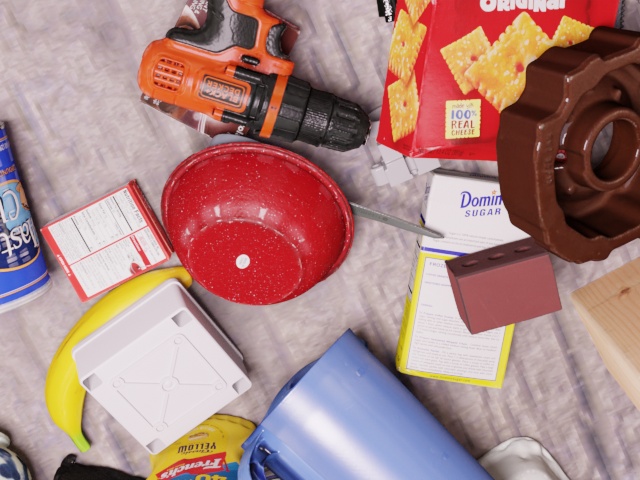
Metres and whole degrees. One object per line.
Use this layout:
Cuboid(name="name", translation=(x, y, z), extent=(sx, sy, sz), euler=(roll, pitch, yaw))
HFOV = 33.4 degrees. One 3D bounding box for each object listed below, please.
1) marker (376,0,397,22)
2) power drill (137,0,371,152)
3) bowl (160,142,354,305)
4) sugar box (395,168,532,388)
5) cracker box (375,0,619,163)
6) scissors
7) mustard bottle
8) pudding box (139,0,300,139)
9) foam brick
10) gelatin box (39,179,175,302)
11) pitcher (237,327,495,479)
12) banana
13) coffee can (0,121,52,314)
Cuboid(name="marker", translation=(0.045, -0.234, 0.847), extent=(0.020, 0.020, 0.121), euler=(-12, 105, 3))
Cuboid(name="power drill", translation=(-0.030, -0.171, 0.807), extent=(0.184, 0.057, 0.188), euler=(16, 100, -8))
Cuboid(name="bowl", translation=(-0.056, 0.001, 0.857), extent=(0.162, 0.055, 0.162), euler=(5, 131, 6))
Cuboid(name="sugar box", translation=(0.123, 0.032, 0.906), extent=(0.093, 0.048, 0.176), euler=(9, 101, -3))
Cuboid(name="cracker box", translation=(0.142, -0.167, 0.812), extent=(0.164, 0.072, 0.214), euler=(1, 107, -24))
Cuboid(name="scissors", translation=(-0.006, -0.027, 0.881), extent=(0.201, 0.016, 0.096), euler=(27, 145, -13))
Cuboid(name="mustard bottle", translation=(-0.101, 0.207, 0.875), extent=(0.096, 0.191, 0.058), euler=(-6, 105, 1))
Cuboid(name="pudding box", translation=(-0.081, -0.142, 0.860), extent=(0.090, 0.039, 0.113), euler=(27, 103, -8))
Cuboid(name="foam brick", translation=(0.146, 0.036, 0.856), extent=(0.078, 0.053, 0.051), euler=(-16, 103, 0))
Cuboid(name="gelatin box", translation=(-0.179, 0.000, 0.903), extent=(0.089, 0.030, 0.073), euler=(-26, 102, 6))
Cuboid(name="pitcher", translation=(0.056, 0.204, 0.868), extent=(0.243, 0.145, 0.149), euler=(43, 91, 6))
Cuboid(name="banana", translation=(-0.187, 0.092, 0.927), extent=(0.069, 0.037, 0.198), euler=(26, 106, -29))
Cuboid(name="coffee can", translation=(-0.285, -0.015, 0.860), extent=(0.103, 0.103, 0.140), euler=(-12, 105, 3))
